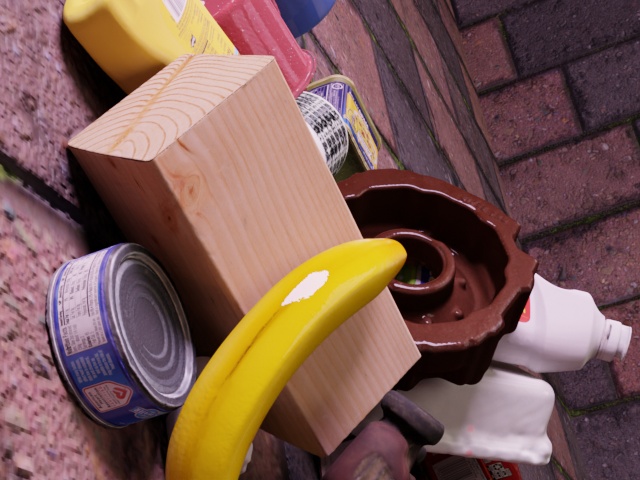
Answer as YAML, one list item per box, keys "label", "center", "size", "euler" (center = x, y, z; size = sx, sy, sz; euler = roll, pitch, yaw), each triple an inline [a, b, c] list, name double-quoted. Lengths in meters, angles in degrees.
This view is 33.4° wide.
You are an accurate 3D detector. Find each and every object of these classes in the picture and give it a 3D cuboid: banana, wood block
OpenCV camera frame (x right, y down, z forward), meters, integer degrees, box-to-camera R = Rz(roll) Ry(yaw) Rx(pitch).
- label: "banana"
  center: [-0.022, 0.063, 0.530]
  size: [0.197, 0.037, 0.069]
  euler: [-56, 144, -20]
- label: "wood block"
  center: [-0.037, 0.009, 0.593]
  size: [0.090, 0.090, 0.206]
  euler: [-43, 123, -25]

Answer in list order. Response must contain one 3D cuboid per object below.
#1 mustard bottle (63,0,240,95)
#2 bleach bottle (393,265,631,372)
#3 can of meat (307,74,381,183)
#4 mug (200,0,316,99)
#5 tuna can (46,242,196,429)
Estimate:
- label: "mustard bottle"
  center: [-0.073, -0.090, 0.655]
  size: [0.191, 0.058, 0.096]
  euler: [51, 27, -31]
- label: "bleach bottle"
  center: [0.112, 0.040, 0.824]
  size: [0.102, 0.251, 0.068]
  euler: [-65, 166, -46]
- label: "can of meat"
  center: [0.019, -0.096, 1.046]
  size: [0.084, 0.057, 0.102]
  euler: [-85, 151, -52]
- label: "mug"
  center: [-0.058, -0.142, 0.748]
  size: [0.081, 0.093, 0.117]
  euler: [55, 42, -33]
- label: "tuna can"
  center: [-0.094, 0.045, 0.515]
  size: [0.086, 0.034, 0.086]
  euler: [-19, 90, -75]
